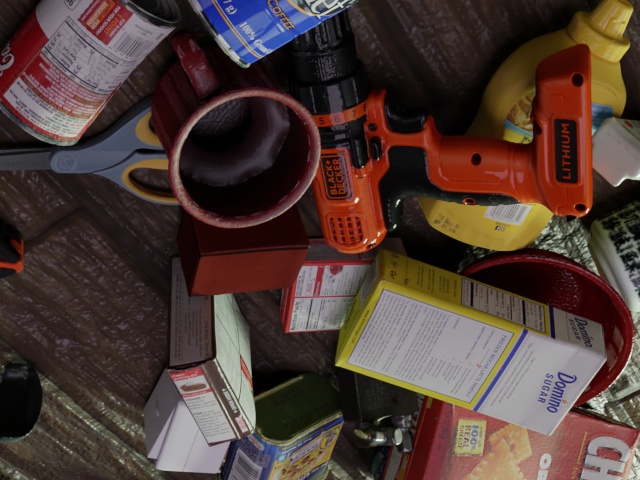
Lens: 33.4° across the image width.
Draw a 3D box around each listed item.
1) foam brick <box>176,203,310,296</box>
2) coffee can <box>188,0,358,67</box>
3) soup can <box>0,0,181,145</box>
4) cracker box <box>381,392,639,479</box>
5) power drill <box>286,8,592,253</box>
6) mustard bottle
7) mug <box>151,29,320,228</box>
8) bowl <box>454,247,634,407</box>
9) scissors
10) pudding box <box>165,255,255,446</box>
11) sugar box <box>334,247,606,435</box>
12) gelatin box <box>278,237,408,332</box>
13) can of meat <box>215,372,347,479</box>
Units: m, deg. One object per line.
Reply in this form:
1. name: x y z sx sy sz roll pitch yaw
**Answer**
1. foam brick: -0.055 0.001 0.738 0.078 0.053 0.051 -4 145 -19
2. coffee can: -0.007 -0.173 0.578 0.140 0.103 0.102 -28 131 11
3. soup can: -0.138 -0.114 0.620 0.068 0.068 0.102 31 116 -33
4. cracker box: 0.160 0.216 0.926 0.213 0.072 0.164 16 90 -24
5. power drill: 0.074 -0.078 0.669 0.188 0.057 0.184 -1 123 17
6. mustard bottle: 0.150 -0.081 0.725 0.096 0.058 0.192 13 126 -25
7. mug: -0.061 -0.076 0.646 0.093 0.081 0.117 -30 129 -1
8. bowl: 0.159 0.060 0.830 0.162 0.055 0.162 5 128 6
9. scissors: -0.153 -0.068 0.690 0.201 0.016 0.096 11 125 -23
10. pudding box: -0.079 0.075 0.767 0.039 0.113 0.090 -16 132 6
11. sugar box: 0.109 0.076 0.788 0.176 0.048 0.093 18 128 -8
12. gelatin box: 0.016 0.033 0.810 0.089 0.030 0.073 -1 132 -13
13. can of meat: -0.029 0.164 0.873 0.101 0.057 0.084 -21 140 -43
